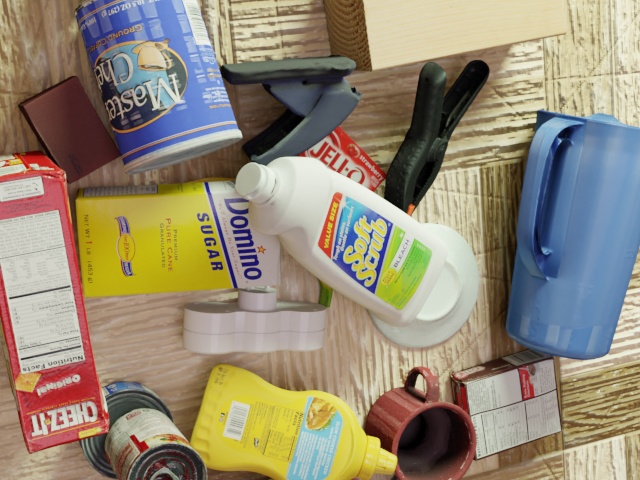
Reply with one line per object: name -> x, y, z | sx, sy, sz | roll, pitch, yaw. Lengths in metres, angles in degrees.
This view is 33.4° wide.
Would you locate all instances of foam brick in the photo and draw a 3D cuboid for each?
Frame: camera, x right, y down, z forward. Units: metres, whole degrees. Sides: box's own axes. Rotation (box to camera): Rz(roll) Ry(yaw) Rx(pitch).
foam brick -> -0.215, -0.095, 0.912 | 0.053, 0.051, 0.078 | -31, 109, -13

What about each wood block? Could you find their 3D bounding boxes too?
wood block -> 0.116, -0.221, 1.003 | 0.205, 0.090, 0.091 | -14, 104, -20

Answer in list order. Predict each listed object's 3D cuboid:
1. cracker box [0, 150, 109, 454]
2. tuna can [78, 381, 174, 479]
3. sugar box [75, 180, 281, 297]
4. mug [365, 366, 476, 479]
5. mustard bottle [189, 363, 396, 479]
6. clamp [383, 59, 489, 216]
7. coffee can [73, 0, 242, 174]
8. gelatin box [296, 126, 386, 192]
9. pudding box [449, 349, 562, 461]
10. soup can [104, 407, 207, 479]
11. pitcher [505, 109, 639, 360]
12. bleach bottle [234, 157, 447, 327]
cracker box -> -0.231, 0.041, 0.868 | 0.072, 0.164, 0.214 | -12, 103, -18
tuna can -> -0.180, 0.174, 0.981 | 0.086, 0.034, 0.086 | -4, 100, -21
sugar box -> -0.123, -0.003, 0.945 | 0.176, 0.048, 0.093 | -3, 108, -6
mug -> 0.097, 0.183, 1.067 | 0.093, 0.082, 0.117 | -1, 100, -22
mustard bottle -> -0.022, 0.185, 1.000 | 0.191, 0.058, 0.096 | 16, 78, -3
clamp -> 0.109, -0.101, 1.027 | 0.120, 0.039, 0.172 | -20, 139, -47
coffee can -> -0.135, -0.137, 0.893 | 0.102, 0.103, 0.140 | -18, 92, -18
gelatin box -> 0.008, -0.065, 1.018 | 0.089, 0.030, 0.073 | 44, 81, -22
pudding box -> 0.197, 0.173, 1.130 | 0.113, 0.039, 0.090 | -13, 104, -18
soup can -> -0.144, 0.191, 0.922 | 0.068, 0.102, 0.068 | -4, 100, -22
pitcher -> 0.255, -0.008, 1.073 | 0.149, 0.145, 0.243 | 10, 99, -3
bleach bottle -> 0.013, -0.003, 0.948 | 0.250, 0.068, 0.102 | 27, 93, -47
